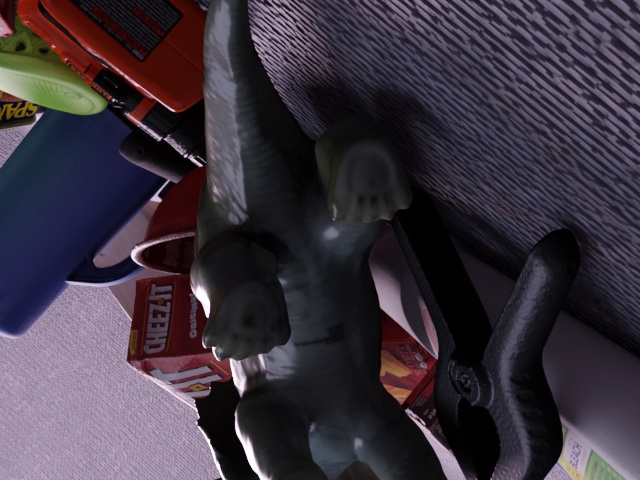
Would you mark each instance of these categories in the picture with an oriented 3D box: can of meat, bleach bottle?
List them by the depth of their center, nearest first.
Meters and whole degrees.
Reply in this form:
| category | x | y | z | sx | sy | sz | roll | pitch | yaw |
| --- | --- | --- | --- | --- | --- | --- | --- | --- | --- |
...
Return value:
| category | x | y | z | sx | sy | sz | roll | pitch | yaw |
| --- | --- | --- | --- | --- | --- | --- | --- | --- | --- |
| bleach bottle | 0.112 | 0.067 | 0.589 | 0.251 | 0.068 | 0.102 | 37 | 162 | 29 |
| can of meat | -0.294 | -0.153 | 0.990 | 0.057 | 0.084 | 0.101 | 40 | -154 | 13 |

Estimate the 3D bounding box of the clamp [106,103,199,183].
| category | x | y | z | sx | sy | sz | roll | pitch | yaw |
| --- | --- | --- | --- | --- | --- | --- | --- | --- | --- |
| clamp | -0.110 | -0.065 | 0.900 | 0.209 | 0.036 | 0.165 | 36 | -170 | -41 |

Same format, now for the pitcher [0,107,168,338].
| category | x | y | z | sx | sy | sz | roll | pitch | yaw |
| --- | --- | --- | --- | --- | --- | --- | --- | --- | --- |
| pitcher | -0.235 | -0.026 | 0.980 | 0.144 | 0.243 | 0.149 | 44 | 172 | -37 |

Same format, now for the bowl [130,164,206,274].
| category | x | y | z | sx | sy | sz | roll | pitch | yaw |
| --- | --- | --- | --- | --- | --- | --- | --- | --- | --- |
| bowl | -0.043 | -0.015 | 0.703 | 0.162 | 0.055 | 0.162 | -2 | 167 | -1 |

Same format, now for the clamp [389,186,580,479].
| category | x | y | z | sx | sy | sz | roll | pitch | yaw |
| --- | --- | --- | --- | --- | --- | --- | --- | --- | --- |
| clamp | 0.077 | 0.054 | 0.527 | 0.120 | 0.039 | 0.171 | 39 | 137 | 54 |

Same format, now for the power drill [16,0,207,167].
| category | x | y | z | sx | sy | sz | roll | pitch | yaw |
| --- | --- | --- | --- | --- | --- | --- | --- | --- | --- |
| power drill | -0.105 | -0.106 | 0.646 | 0.184 | 0.057 | 0.188 | 38 | 171 | -11 |

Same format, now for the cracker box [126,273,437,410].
| category | x | y | z | sx | sy | sz | roll | pitch | yaw |
| --- | --- | --- | --- | --- | --- | --- | --- | --- | --- |
| cracker box | -0.005 | 0.080 | 0.762 | 0.214 | 0.072 | 0.164 | -7 | 151 | 20 |
